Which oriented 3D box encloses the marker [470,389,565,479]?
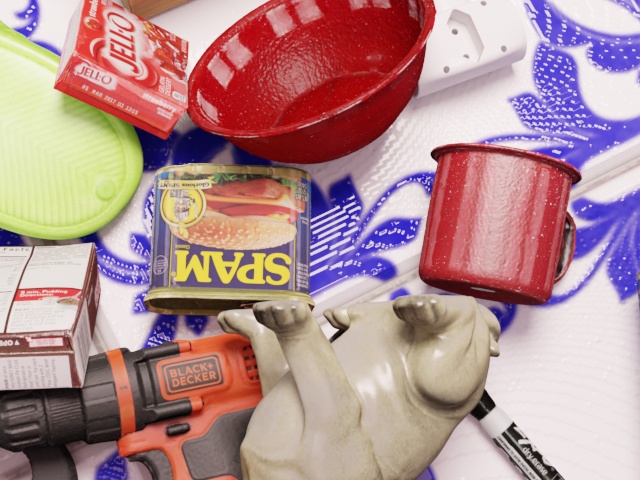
[{"bbox_3d":[0.125,0.131,0.658,0.020,0.020,0.121,-40,84,-11],"label":"marker"}]

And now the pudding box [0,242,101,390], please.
[{"bbox_3d":[-0.176,0.041,0.609,0.090,0.113,0.039,-3,115,-4],"label":"pudding box"}]

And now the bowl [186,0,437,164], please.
[{"bbox_3d":[0.000,-0.097,0.651,0.162,0.055,0.162,-17,39,14],"label":"bowl"}]

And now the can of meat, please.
[{"bbox_3d":[-0.054,0.001,0.652,0.102,0.057,0.084,2,76,-5],"label":"can of meat"}]

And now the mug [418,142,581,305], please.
[{"bbox_3d":[0.115,-0.005,0.657,0.117,0.093,0.081,17,81,-38],"label":"mug"}]

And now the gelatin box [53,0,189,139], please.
[{"bbox_3d":[-0.117,-0.107,0.645,0.073,0.089,0.030,25,120,-23],"label":"gelatin box"}]

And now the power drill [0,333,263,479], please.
[{"bbox_3d":[-0.086,0.150,0.604,0.184,0.057,0.188,-11,79,-17],"label":"power drill"}]
